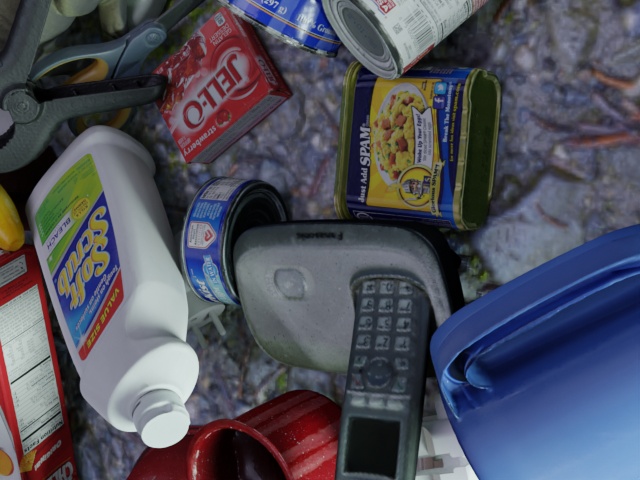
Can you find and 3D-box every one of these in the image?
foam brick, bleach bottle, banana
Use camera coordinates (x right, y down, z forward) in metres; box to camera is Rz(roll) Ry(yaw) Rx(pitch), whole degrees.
[{"bbox_3d":[-0.242,-0.042,0.827,0.053,0.078,0.051,-40,70,25],"label":"foam brick"},{"bbox_3d":[-0.128,0.030,0.701,0.103,0.068,0.251,-46,42,13],"label":"bleach bottle"},{"bbox_3d":[-0.289,-0.039,0.789,0.198,0.037,0.069,8,104,31],"label":"banana"}]

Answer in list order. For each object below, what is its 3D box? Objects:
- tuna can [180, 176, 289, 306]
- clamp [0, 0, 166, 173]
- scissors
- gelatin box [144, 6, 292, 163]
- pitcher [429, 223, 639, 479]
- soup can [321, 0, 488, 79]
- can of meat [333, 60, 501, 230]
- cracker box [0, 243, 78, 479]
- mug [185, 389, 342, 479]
[{"bbox_3d":[-0.055,0.001,0.709,0.034,0.086,0.086,6,94,29],"label":"tuna can"},{"bbox_3d":[-0.194,-0.096,0.734,0.172,0.039,0.120,-43,114,14],"label":"clamp"},{"bbox_3d":[-0.122,-0.134,0.777,0.201,0.096,0.016,-26,54,0],"label":"scissors"},{"bbox_3d":[-0.073,-0.108,0.749,0.089,0.030,0.073,-36,74,27],"label":"gelatin box"},{"bbox_3d":[0.182,0.046,0.530,0.243,0.149,0.145,-34,87,22],"label":"pitcher"},{"bbox_3d":[0.059,-0.150,0.620,0.102,0.068,0.068,-41,68,-9],"label":"soup can"},{"bbox_3d":[0.060,-0.058,0.655,0.084,0.057,0.102,7,95,29],"label":"can of meat"},{"bbox_3d":[-0.281,0.102,0.819,0.164,0.072,0.214,6,114,26],"label":"cracker box"},{"bbox_3d":[-0.018,0.153,0.686,0.117,0.081,0.093,41,124,21],"label":"mug"}]
